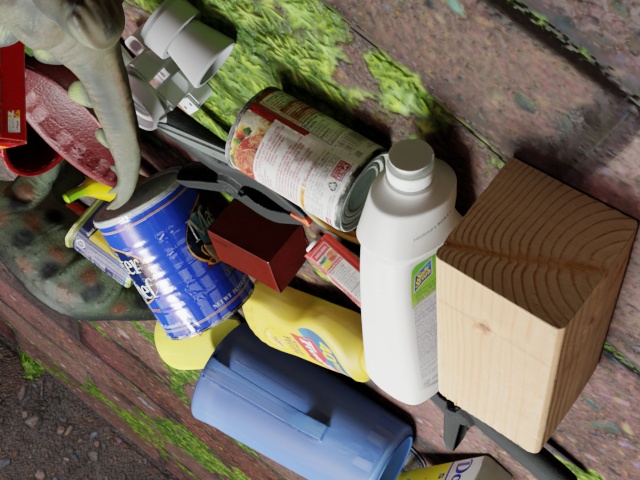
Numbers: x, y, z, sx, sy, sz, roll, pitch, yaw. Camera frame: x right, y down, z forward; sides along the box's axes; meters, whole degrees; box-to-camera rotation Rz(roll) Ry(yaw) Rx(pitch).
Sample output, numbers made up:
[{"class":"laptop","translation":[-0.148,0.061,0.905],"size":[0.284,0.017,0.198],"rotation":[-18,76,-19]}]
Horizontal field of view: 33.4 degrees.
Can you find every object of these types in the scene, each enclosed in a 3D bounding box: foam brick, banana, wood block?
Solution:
[{"class":"foam brick","translation":[-0.057,0.001,0.992],"size":[0.078,0.051,0.053],"rotation":[28,155,27]},{"class":"banana","translation":[-0.170,-0.020,1.115],"size":[0.197,0.069,0.037],"rotation":[33,169,-18]},{"class":"wood block","translation":[0.138,0.052,0.719],"size":[0.091,0.090,0.206],"rotation":[32,158,22]}]

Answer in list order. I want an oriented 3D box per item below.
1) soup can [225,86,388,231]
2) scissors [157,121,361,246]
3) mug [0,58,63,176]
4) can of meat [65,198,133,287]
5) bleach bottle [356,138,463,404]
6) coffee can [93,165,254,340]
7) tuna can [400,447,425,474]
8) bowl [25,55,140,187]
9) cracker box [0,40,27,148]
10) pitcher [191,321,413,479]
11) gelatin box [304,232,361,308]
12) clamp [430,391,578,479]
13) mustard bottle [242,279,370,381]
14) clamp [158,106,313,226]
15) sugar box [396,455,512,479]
[{"class":"soup can","translation":[-0.008,-0.059,0.770],"size":[0.102,0.068,0.068],"rotation":[31,157,20]},{"class":"scissors","translation":[-0.026,-0.053,0.828],"size":[0.201,0.016,0.096],"rotation":[31,153,-16]},{"class":"mug","translation":[-0.316,-0.136,1.117],"size":[0.082,0.093,0.117],"rotation":[33,127,30]},{"class":"can of meat","translation":[-0.210,-0.011,1.156],"size":[0.084,0.102,0.057],"rotation":[37,160,1]},{"class":"bleach bottle","translation":[0.073,0.017,0.771],"size":[0.068,0.102,0.251],"rotation":[33,152,27]},{"class":"coffee can","translation":[-0.143,0.012,1.050],"size":[0.103,0.102,0.140],"rotation":[2,126,58]},{"class":"tuna can","translation":[0.084,0.265,1.306],"size":[0.086,0.033,0.086],"rotation":[34,158,15]},{"class":"bowl","translation":[-0.225,-0.125,1.015],"size":[0.162,0.055,0.162],"rotation":[34,158,15]},{"class":"cracker box","translation":[-0.331,-0.163,0.975],"size":[0.214,0.072,0.164],"rotation":[2,93,59]},{"class":"pitcher","translation":[-0.022,0.203,1.229],"size":[0.243,0.149,0.145],"rotation":[27,128,20]},{"class":"gelatin box","translation":[0.028,0.031,0.893],"size":[0.073,0.030,0.089],"rotation":[42,180,10]},{"class":"clamp","translation":[0.146,0.157,0.986],"size":[0.165,0.036,0.210],"rotation":[17,149,45]},{"class":"mustard bottle","translation":[0.010,0.095,1.059],"size":[0.192,0.058,0.096],"rotation":[16,150,45]},{"class":"clamp","translation":[-0.076,-0.064,0.911],"size":[0.172,0.039,0.120],"rotation":[20,162,29]},{"class":"sugar box","translation":[0.126,0.291,1.170],"size":[0.048,0.093,0.176],"rotation":[41,148,-9]}]
